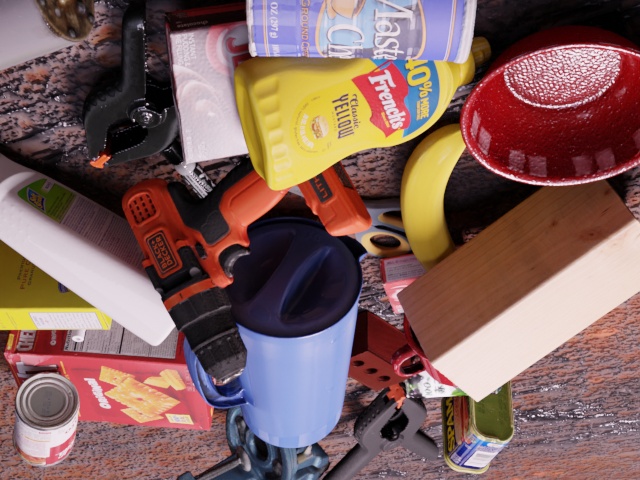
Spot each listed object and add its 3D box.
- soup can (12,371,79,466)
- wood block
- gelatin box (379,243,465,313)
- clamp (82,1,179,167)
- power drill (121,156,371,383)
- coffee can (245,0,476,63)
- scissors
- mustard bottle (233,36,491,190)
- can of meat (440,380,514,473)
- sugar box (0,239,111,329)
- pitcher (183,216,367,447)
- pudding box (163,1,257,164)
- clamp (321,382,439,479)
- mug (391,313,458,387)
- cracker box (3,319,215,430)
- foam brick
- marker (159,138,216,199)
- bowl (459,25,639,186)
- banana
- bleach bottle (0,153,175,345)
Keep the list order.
[{"bbox_3d":[-0.295,0.192,1.145,0.068,0.068,0.102,10,145,-10],"label":"soup can"},{"bbox_3d":[0.182,0.035,0.927,0.206,0.090,0.090,-38,134,14],"label":"wood block"},{"bbox_3d":[0.106,0.038,1.036,0.089,0.030,0.073,-11,152,8],"label":"gelatin box"},{"bbox_3d":[-0.125,-0.110,0.844,0.120,0.039,0.172,22,141,-21],"label":"clamp"},{"bbox_3d":[-0.056,0.001,0.877,0.188,0.184,0.057,-29,172,13],"label":"power drill"},{"bbox_3d":[0.026,-0.168,0.689,0.140,0.103,0.103,2,146,1],"label":"coffee can"},{"bbox_3d":[0.016,-0.023,0.980,0.201,0.016,0.096,10,145,-11],"label":"scissors"},{"bbox_3d":[0.037,-0.110,0.772,0.191,0.058,0.096,-21,127,-14],"label":"mustard bottle"},{"bbox_3d":[0.181,0.204,1.227,0.057,0.102,0.084,11,143,-12],"label":"can of meat"},{"bbox_3d":[-0.284,0.037,1.019,0.176,0.093,0.048,0,145,3],"label":"sugar box"},{"bbox_3d":[-0.039,0.104,1.025,0.149,0.145,0.243,7,142,5],"label":"pitcher"},{"bbox_3d":[-0.064,-0.117,0.783,0.090,0.039,0.113,-10,131,-11],"label":"pudding box"},{"bbox_3d":[0.092,0.239,1.324,0.164,0.036,0.210,-11,141,-22],"label":"clamp"},{"bbox_3d":[0.126,0.105,1.087,0.117,0.093,0.081,-31,148,-3],"label":"mug"},{"bbox_3d":[-0.228,0.145,1.193,0.213,0.072,0.164,4,145,0],"label":"cracker box"},{"bbox_3d":[0.055,0.120,1.155,0.053,0.051,0.078,-27,136,35],"label":"foam brick"},{"bbox_3d":[-0.108,-0.054,0.940,0.020,0.020,0.121,-13,143,21],"label":"marker"},{"bbox_3d":[0.185,-0.110,0.806,0.162,0.055,0.162,2,146,1],"label":"bowl"},{"bbox_3d":[0.102,-0.029,0.924,0.070,0.037,0.198,13,136,10],"label":"banana"},{"bbox_3d":[-0.226,-0.011,0.937,0.250,0.102,0.068,35,110,-14],"label":"bleach bottle"}]
